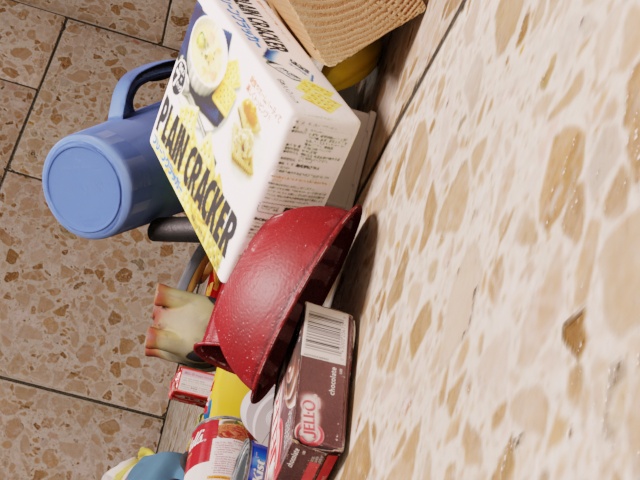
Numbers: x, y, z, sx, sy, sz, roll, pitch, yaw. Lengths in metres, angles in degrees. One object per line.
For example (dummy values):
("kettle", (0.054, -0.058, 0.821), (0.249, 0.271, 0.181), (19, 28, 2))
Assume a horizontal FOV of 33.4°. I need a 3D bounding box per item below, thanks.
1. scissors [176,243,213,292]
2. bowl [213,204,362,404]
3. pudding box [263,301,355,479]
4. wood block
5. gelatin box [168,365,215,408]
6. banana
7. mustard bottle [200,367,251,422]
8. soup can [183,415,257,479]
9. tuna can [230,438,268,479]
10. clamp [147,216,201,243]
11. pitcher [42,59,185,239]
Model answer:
("scissors", (-0.109, -0.023, 1.217), (0.202, 0.016, 0.096), (-62, -6, -1))
("bowl", (-0.031, 0.034, 0.769), (0.162, 0.055, 0.162), (-59, -8, -14))
("pudding box", (-0.009, 0.112, 0.703), (0.090, 0.039, 0.113), (112, 170, -45))
("wood block", (0.006, -0.211, 0.878), (0.090, 0.091, 0.206), (-31, 17, 0))
("gelatin box", (-0.120, 0.167, 1.175), (0.073, 0.089, 0.030), (128, 154, -70))
("banana", (0.023, -0.170, 0.952), (0.197, 0.070, 0.037), (-72, -32, -66))
("mustard bottle", (-0.089, 0.164, 1.082), (0.096, 0.058, 0.192), (-99, 25, -84))
("soup can", (-0.088, 0.215, 0.943), (0.102, 0.068, 0.069), (-85, 13, -51))
("tuna can", (-0.054, 0.203, 0.850), (0.086, 0.033, 0.086), (-165, 91, -82))
("clamp", (-0.057, 0.001, 1.045), (0.210, 0.164, 0.036), (-27, 34, 48))
("pitcher", (-0.186, -0.091, 1.145), (0.145, 0.149, 0.242), (-51, -9, 27))
